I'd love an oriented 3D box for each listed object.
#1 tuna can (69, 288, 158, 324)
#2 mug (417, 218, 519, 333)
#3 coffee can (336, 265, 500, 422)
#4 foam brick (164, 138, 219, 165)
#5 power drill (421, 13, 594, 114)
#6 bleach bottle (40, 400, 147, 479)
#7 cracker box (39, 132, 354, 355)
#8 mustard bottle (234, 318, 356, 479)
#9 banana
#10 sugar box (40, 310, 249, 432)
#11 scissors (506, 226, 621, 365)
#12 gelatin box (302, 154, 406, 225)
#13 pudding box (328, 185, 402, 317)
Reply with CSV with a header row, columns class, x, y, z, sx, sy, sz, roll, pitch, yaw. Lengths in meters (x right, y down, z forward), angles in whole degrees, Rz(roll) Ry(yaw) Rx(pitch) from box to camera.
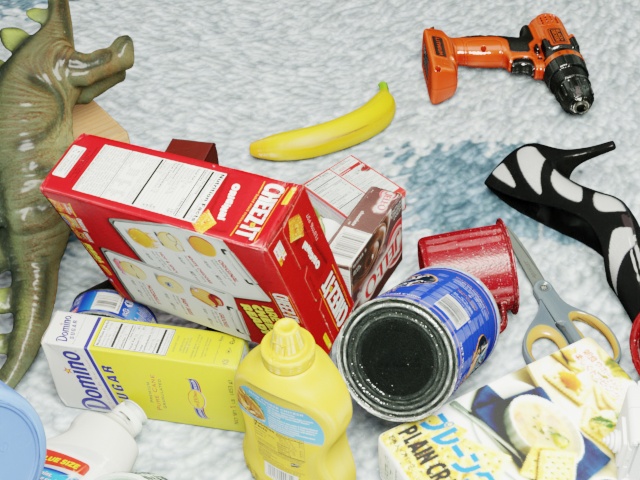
class,x,y,z,sx,sy,sz,roll,pitch,yaw
tuna can,-0.192,0.084,0.976,0.086,0.086,0.033,4,43,9
mug,0.139,0.041,1.001,0.081,0.093,0.117,-9,59,1
coffee can,0.086,0.083,0.903,0.103,0.103,0.140,16,15,20
foam brick,-0.146,-0.066,1.153,0.051,0.053,0.078,8,46,12
power drill,0.220,-0.204,1.270,0.187,0.057,0.184,-3,40,-3
bleach bottle,-0.242,0.215,0.862,0.103,0.068,0.250,23,47,29
cracker box,-0.094,0.004,0.856,0.214,0.164,0.072,14,60,27
mustard bottle,-0.021,0.131,0.837,0.096,0.192,0.058,23,50,25
banana,0.016,-0.127,1.221,0.197,0.037,0.070,-26,30,-23
sugar box,-0.148,0.116,0.936,0.176,0.093,0.048,4,44,9
scissors,0.202,0.061,1.022,0.096,0.016,0.202,-24,47,-19
gelatin box,0.035,-0.046,1.136,0.073,0.030,0.089,-34,51,-26
pudding box,0.041,0.016,1.027,0.039,0.090,0.113,19,49,25
